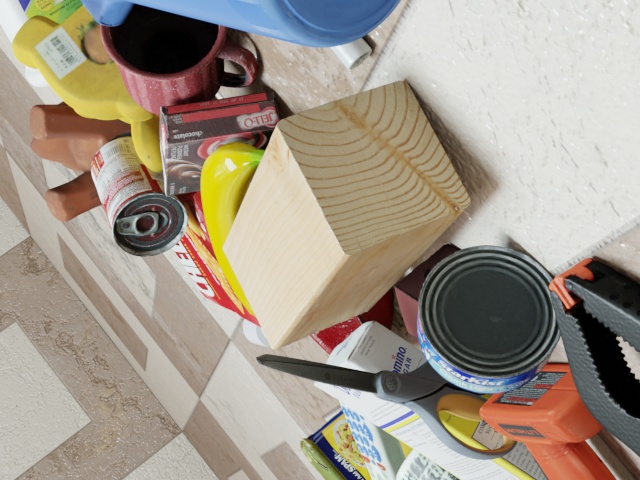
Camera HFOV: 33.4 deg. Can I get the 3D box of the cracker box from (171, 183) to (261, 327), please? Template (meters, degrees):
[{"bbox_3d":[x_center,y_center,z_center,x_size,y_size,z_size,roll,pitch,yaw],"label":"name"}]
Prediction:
[{"bbox_3d":[-0.097,-0.003,1.063,0.164,0.072,0.214,60,162,-20],"label":"cracker box"}]

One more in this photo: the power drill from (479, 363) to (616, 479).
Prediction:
[{"bbox_3d":[0.195,0.168,0.682,0.187,0.057,0.185,56,158,-8],"label":"power drill"}]

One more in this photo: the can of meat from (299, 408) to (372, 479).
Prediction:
[{"bbox_3d":[0.042,0.226,1.130,0.102,0.083,0.057,45,161,22],"label":"can of meat"}]

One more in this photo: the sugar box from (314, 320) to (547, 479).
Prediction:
[{"bbox_3d":[0.088,0.131,0.805,0.176,0.048,0.093,36,155,-3],"label":"sugar box"}]

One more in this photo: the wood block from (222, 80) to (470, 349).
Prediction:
[{"bbox_3d":[0.008,-0.009,0.705,0.091,0.090,0.206,63,158,13],"label":"wood block"}]

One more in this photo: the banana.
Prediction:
[{"bbox_3d":[-0.066,-0.013,0.843,0.070,0.037,0.198,49,154,30],"label":"banana"}]

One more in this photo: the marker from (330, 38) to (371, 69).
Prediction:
[{"bbox_3d":[-0.014,-0.155,0.653,0.121,0.020,0.020,51,162,7],"label":"marker"}]

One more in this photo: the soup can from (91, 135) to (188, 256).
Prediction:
[{"bbox_3d":[-0.166,-0.042,0.969,0.102,0.068,0.068,59,172,47],"label":"soup can"}]

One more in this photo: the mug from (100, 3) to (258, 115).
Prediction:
[{"bbox_3d":[-0.104,-0.143,0.814,0.117,0.093,0.081,13,162,2],"label":"mug"}]

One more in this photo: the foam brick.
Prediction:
[{"bbox_3d":[0.096,0.048,0.709,0.078,0.053,0.051,33,154,45],"label":"foam brick"}]

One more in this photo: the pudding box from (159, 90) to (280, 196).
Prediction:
[{"bbox_3d":[-0.082,-0.076,0.854,0.113,0.090,0.039,118,142,-72],"label":"pudding box"}]

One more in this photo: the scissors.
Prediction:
[{"bbox_3d":[0.055,0.085,0.733,0.201,0.096,0.016,29,146,-16],"label":"scissors"}]

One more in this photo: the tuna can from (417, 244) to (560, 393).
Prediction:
[{"bbox_3d":[0.101,0.048,0.643,0.086,0.086,0.034,46,163,22],"label":"tuna can"}]
